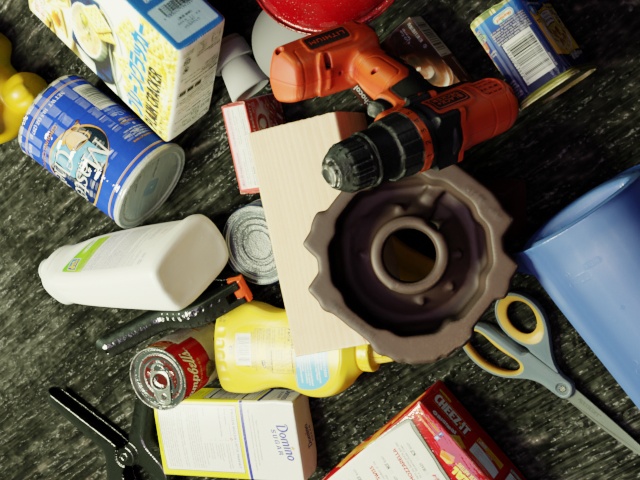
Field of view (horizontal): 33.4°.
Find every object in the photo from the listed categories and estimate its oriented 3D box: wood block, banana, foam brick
[{"bbox_3d":[0.010,-0.008,0.983,0.091,0.090,0.206,-12,91,21],"label":"wood block"},{"bbox_3d":[0.077,0.006,1.027,0.198,0.037,0.070,44,118,9],"label":"banana"},{"bbox_3d":[0.152,-0.025,0.959,0.053,0.078,0.051,3,104,25],"label":"foam brick"}]

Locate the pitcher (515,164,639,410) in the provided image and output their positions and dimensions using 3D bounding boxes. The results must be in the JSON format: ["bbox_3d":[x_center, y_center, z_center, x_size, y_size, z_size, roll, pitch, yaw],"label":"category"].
[{"bbox_3d":[0.290,0.061,0.887,0.145,0.149,0.243,-36,90,-6],"label":"pitcher"}]

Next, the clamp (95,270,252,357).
[{"bbox_3d":[-0.149,0.062,1.125,0.172,0.120,0.039,-17,124,15],"label":"clamp"}]

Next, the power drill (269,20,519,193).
[{"bbox_3d":[0.039,-0.112,0.877,0.188,0.184,0.057,40,141,41],"label":"power drill"}]

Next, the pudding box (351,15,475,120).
[{"bbox_3d":[0.090,-0.136,0.981,0.090,0.039,0.113,-39,85,30],"label":"pudding box"}]

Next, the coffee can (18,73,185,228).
[{"bbox_3d":[-0.227,-0.093,1.112,0.140,0.102,0.103,36,116,13],"label":"coffee can"}]

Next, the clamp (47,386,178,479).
[{"bbox_3d":[-0.229,0.242,1.242,0.165,0.036,0.210,-12,99,28],"label":"clamp"}]

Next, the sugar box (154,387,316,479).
[{"bbox_3d":[-0.093,0.209,1.163,0.176,0.048,0.093,-2,103,23],"label":"sugar box"}]

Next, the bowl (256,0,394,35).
[{"bbox_3d":[0.001,-0.267,0.949,0.162,0.055,0.162,-2,84,16],"label":"bowl"}]

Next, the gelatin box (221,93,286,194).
[{"bbox_3d":[-0.058,-0.096,1.045,0.030,0.073,0.089,-8,100,28],"label":"gelatin box"}]

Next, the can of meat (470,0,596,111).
[{"bbox_3d":[0.179,-0.161,0.896,0.058,0.102,0.084,-34,85,28],"label":"can of meat"}]

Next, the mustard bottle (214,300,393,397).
[{"bbox_3d":[-0.013,0.110,1.087,0.192,0.058,0.096,-1,91,26],"label":"mustard bottle"}]

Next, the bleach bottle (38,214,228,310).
[{"bbox_3d":[-0.216,0.026,1.140,0.251,0.102,0.068,-2,128,44],"label":"bleach bottle"}]

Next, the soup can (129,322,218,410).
[{"bbox_3d":[-0.145,0.130,1.133,0.069,0.102,0.068,7,107,24],"label":"soup can"}]

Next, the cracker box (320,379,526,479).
[{"bbox_3d":[0.094,0.269,1.072,0.164,0.072,0.214,48,119,8],"label":"cracker box"}]

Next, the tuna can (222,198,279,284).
[{"bbox_3d":[-0.057,0.001,1.094,0.086,0.033,0.086,7,107,24],"label":"tuna can"}]

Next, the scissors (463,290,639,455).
[{"bbox_3d":[0.228,0.117,0.996,0.202,0.016,0.096,26,114,18],"label":"scissors"}]
